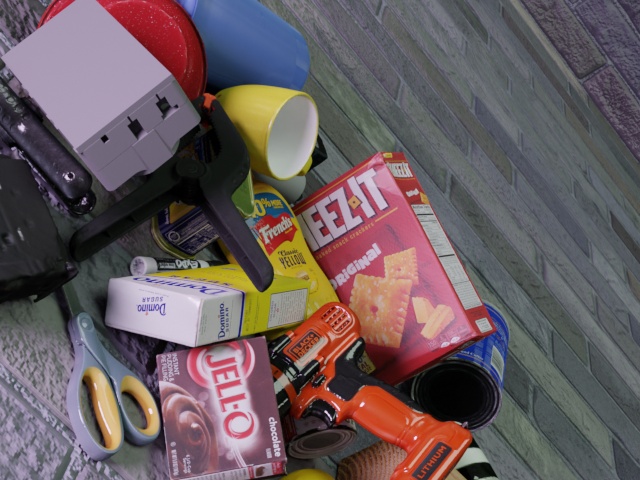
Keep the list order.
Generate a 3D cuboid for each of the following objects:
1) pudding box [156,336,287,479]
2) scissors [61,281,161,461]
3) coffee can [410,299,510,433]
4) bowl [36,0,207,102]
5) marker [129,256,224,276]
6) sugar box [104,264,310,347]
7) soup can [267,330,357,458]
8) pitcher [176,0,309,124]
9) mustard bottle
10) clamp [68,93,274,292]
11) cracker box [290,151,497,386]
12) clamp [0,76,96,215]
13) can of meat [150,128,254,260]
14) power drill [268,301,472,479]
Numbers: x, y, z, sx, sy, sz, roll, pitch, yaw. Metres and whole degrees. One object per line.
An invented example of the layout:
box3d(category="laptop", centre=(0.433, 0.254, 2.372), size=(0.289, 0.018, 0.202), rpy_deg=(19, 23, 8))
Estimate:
box3d(category="pudding box", centre=(-0.078, 0.137, 0.844), size=(0.039, 0.090, 0.113), rpy_deg=(86, -7, -58))
box3d(category="scissors", centre=(-0.171, 0.079, 0.832), size=(0.096, 0.016, 0.202), rpy_deg=(28, 39, -48))
box3d(category="coffee can", centre=(0.166, 0.143, 1.247), size=(0.102, 0.103, 0.140), rpy_deg=(51, 27, -14))
box3d(category="bowl", centre=(-0.170, -0.162, 0.948), size=(0.161, 0.055, 0.162), rpy_deg=(1, 87, -24))
box3d(category="marker", centre=(-0.126, 0.025, 0.966), size=(0.120, 0.020, 0.020), rpy_deg=(4, 57, -59))
box3d(category="sugar box", centre=(-0.091, 0.052, 0.910), size=(0.176, 0.093, 0.048), rpy_deg=(-1, 100, -62))
box3d(category="soup can", centre=(-0.010, 0.141, 0.985), size=(0.068, 0.069, 0.102), rpy_deg=(26, 41, -47))
box3d(category="pitcher", centre=(-0.114, -0.204, 1.130), size=(0.145, 0.149, 0.242), rpy_deg=(33, 9, 31))
box3d(category="mustard bottle", centre=(-0.057, 0.001, 1.066), size=(0.096, 0.058, 0.192), rpy_deg=(-13, 71, -47))
box3d(category="clamp", centre=(-0.102, -0.044, 0.910), size=(0.164, 0.036, 0.210), rpy_deg=(15, 48, 1))
box3d(category="cracker box", centre=(0.056, 0.039, 1.102), size=(0.072, 0.164, 0.214), rpy_deg=(-5, 65, -63))
box3d(category="clamp", centre=(-0.236, -0.087, 0.852), size=(0.171, 0.039, 0.120), rpy_deg=(49, -17, 7))
box3d(category="can of meat", centre=(-0.111, -0.045, 0.995), size=(0.057, 0.084, 0.102), rpy_deg=(32, 36, -42))
box3d(category="power drill", centre=(0.018, 0.157, 0.900), size=(0.188, 0.057, 0.184), rpy_deg=(39, 57, 15))
